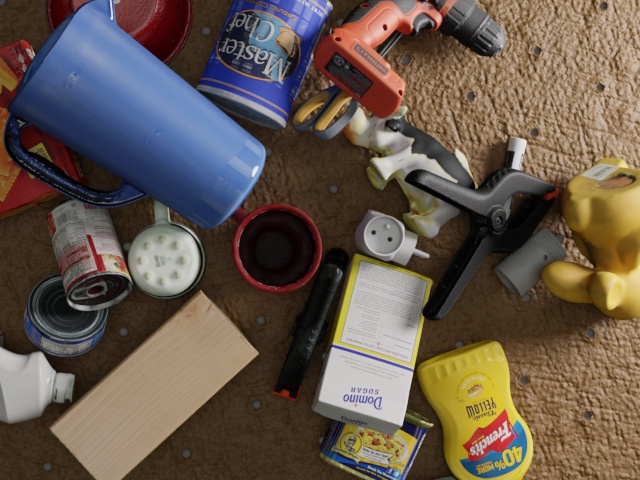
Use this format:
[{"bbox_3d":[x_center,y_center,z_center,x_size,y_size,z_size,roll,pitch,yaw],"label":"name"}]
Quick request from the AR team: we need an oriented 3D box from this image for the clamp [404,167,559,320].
[{"bbox_3d":[0.172,-0.030,1.133,0.209,0.036,0.164,-30,118,-29],"label":"clamp"}]

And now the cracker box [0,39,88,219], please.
[{"bbox_3d":[-0.376,-0.095,1.121,0.213,0.072,0.164,-21,90,-4],"label":"cracker box"}]

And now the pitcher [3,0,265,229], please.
[{"bbox_3d":[-0.185,-0.109,1.070,0.242,0.149,0.145,36,49,-18],"label":"pitcher"}]

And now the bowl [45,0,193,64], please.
[{"bbox_3d":[-0.218,-0.255,1.145,0.162,0.055,0.162,0,89,-4],"label":"bowl"}]

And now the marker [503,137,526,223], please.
[{"bbox_3d":[0.208,-0.054,1.193,0.020,0.020,0.121,13,88,-4],"label":"marker"}]

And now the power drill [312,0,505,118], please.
[{"bbox_3d":[0.093,-0.218,1.138,0.184,0.057,0.187,37,59,-2],"label":"power drill"}]

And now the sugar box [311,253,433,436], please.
[{"bbox_3d":[0.056,0.110,1.131,0.093,0.048,0.176,18,64,-3],"label":"sugar box"}]

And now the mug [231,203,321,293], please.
[{"bbox_3d":[-0.057,0.001,1.139,0.117,0.081,0.093,40,86,-3],"label":"mug"}]

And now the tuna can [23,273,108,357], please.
[{"bbox_3d":[-0.267,0.077,1.123,0.086,0.034,0.086,10,54,-15],"label":"tuna can"}]

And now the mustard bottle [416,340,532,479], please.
[{"bbox_3d":[0.179,0.212,1.166,0.096,0.058,0.191,-19,91,-10],"label":"mustard bottle"}]

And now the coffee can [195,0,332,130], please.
[{"bbox_3d":[-0.060,-0.202,1.132,0.103,0.103,0.140,22,87,-4],"label":"coffee can"}]

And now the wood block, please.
[{"bbox_3d":[-0.173,0.153,1.123,0.206,0.090,0.091,-43,92,-5],"label":"wood block"}]

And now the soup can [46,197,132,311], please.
[{"bbox_3d":[-0.242,0.013,1.111,0.068,0.068,0.102,-21,60,-5],"label":"soup can"}]

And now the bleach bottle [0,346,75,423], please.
[{"bbox_3d":[-0.378,0.130,1.091,0.250,0.068,0.102,7,89,-7],"label":"bleach bottle"}]

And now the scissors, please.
[{"bbox_3d":[0.033,-0.182,1.176,0.016,0.096,0.201,51,53,-31],"label":"scissors"}]

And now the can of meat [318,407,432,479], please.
[{"bbox_3d":[0.058,0.213,1.157,0.102,0.057,0.084,25,89,-3],"label":"can of meat"}]

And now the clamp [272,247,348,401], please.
[{"bbox_3d":[-0.008,0.086,1.145,0.039,0.120,0.172,25,109,7],"label":"clamp"}]
